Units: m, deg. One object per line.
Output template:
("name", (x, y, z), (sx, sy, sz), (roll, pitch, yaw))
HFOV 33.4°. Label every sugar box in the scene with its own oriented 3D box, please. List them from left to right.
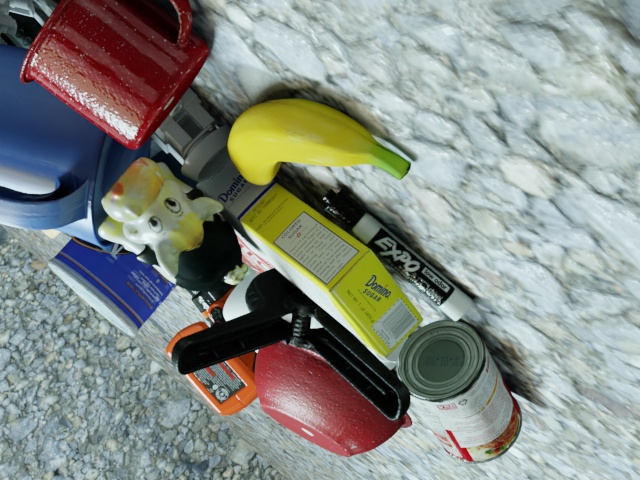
("sugar box", (-0.011, 0.007, 0.766), (0.176, 0.048, 0.093), (40, 172, 44))

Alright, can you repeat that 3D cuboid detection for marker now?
("marker", (0.050, 0.008, 0.709), (0.121, 0.020, 0.020), (40, 166, -1))

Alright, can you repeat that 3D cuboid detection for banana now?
("banana", (-0.022, -0.057, 0.659), (0.069, 0.037, 0.198), (48, 164, -21))

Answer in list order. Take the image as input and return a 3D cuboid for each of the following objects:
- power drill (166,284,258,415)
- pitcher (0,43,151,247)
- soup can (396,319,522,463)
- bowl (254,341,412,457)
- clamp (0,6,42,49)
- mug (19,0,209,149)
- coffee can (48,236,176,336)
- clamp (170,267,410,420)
("power drill", (-0.111, 0.096, 1.163), (0.184, 0.057, 0.187), (48, -165, -8))
("pitcher", (-0.252, -0.082, 0.779), (0.243, 0.145, 0.149), (14, 169, 5))
("soup can", (0.103, 0.113, 0.789), (0.069, 0.068, 0.102), (27, 160, 41))
("bowl", (-0.001, 0.147, 0.953), (0.162, 0.055, 0.162), (28, 163, 9))
("clamp", (-0.234, -0.150, 0.908), (0.171, 0.039, 0.120), (49, 160, -9))
("mug", (-0.116, -0.117, 0.645), (0.081, 0.093, 0.117), (37, 130, -6))
("coffee can", (-0.164, 0.002, 0.980), (0.103, 0.140, 0.103), (37, 165, 11))
("clamp", (-0.024, 0.061, 0.799), (0.164, 0.036, 0.210), (11, -158, -7))
